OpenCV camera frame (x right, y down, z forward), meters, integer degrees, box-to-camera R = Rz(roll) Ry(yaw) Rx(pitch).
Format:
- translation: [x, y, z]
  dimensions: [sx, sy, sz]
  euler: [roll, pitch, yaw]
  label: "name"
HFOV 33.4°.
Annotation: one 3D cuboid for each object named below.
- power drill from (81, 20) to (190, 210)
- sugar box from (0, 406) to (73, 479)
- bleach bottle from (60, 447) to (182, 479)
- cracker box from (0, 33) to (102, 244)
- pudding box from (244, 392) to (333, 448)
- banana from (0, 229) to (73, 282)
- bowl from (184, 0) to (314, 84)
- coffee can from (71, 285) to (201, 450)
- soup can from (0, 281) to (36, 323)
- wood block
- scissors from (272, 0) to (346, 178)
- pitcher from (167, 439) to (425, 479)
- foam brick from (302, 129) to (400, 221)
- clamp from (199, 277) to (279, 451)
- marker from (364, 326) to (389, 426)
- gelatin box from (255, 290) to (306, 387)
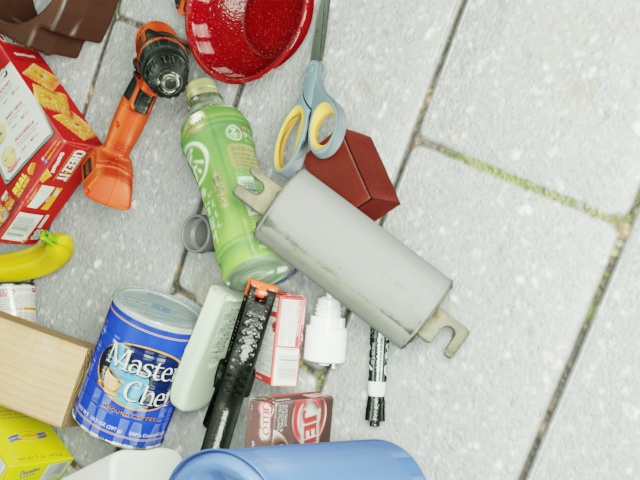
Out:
- translation: [-0.191, -0.129, 1.121]
  dimensions: [0.188, 0.057, 0.184]
  euler: [-62, 20, 17]
  label: "power drill"
- translation: [-0.375, 0.212, 1.251]
  dimensions: [0.176, 0.093, 0.048]
  euler: [46, 112, 29]
  label: "sugar box"
- translation: [-0.262, 0.290, 1.172]
  dimensions: [0.251, 0.102, 0.068]
  euler: [-28, 63, 38]
  label: "bleach bottle"
- translation: [-0.369, -0.125, 1.285]
  dimensions: [0.164, 0.072, 0.214]
  euler: [-50, 60, 22]
  label: "cracker box"
- translation: [-0.031, 0.201, 1.002]
  dimensions: [0.039, 0.089, 0.113]
  euler: [7, 92, 38]
  label: "pudding box"
- translation: [-0.347, 0.019, 1.262]
  dimensions: [0.198, 0.069, 0.037]
  euler: [-20, 51, 42]
  label: "banana"
- translation: [-0.061, -0.233, 1.076]
  dimensions: [0.162, 0.055, 0.162]
  euler: [-3, 85, 36]
  label: "bowl"
- translation: [-0.189, 0.132, 1.114]
  dimensions: [0.103, 0.102, 0.140]
  euler: [29, 104, 34]
  label: "coffee can"
- translation: [-0.373, 0.102, 1.273]
  dimensions: [0.069, 0.068, 0.102]
  euler: [-8, 81, 36]
  label: "soup can"
- translation: [-0.348, 0.131, 1.184]
  dimensions: [0.206, 0.090, 0.090]
  euler: [18, 86, 11]
  label: "wood block"
- translation: [0.005, -0.153, 1.007]
  dimensions: [0.096, 0.016, 0.201]
  euler: [6, 74, 50]
  label: "scissors"
- translation: [-0.003, 0.233, 0.884]
  dimensions: [0.145, 0.242, 0.149]
  euler: [-39, 66, 28]
  label: "pitcher"
- translation: [0.028, -0.057, 1.001]
  dimensions: [0.053, 0.051, 0.078]
  euler: [-34, 68, 31]
  label: "foam brick"
- translation: [-0.083, 0.138, 0.998]
  dimensions: [0.036, 0.164, 0.210]
  euler: [16, 114, -7]
  label: "clamp"
- translation: [0.054, 0.112, 0.990]
  dimensions: [0.020, 0.020, 0.121]
  euler: [2, 88, 36]
  label: "marker"
- translation: [-0.043, 0.093, 1.038]
  dimensions: [0.073, 0.030, 0.089]
  euler: [-175, 91, -67]
  label: "gelatin box"
